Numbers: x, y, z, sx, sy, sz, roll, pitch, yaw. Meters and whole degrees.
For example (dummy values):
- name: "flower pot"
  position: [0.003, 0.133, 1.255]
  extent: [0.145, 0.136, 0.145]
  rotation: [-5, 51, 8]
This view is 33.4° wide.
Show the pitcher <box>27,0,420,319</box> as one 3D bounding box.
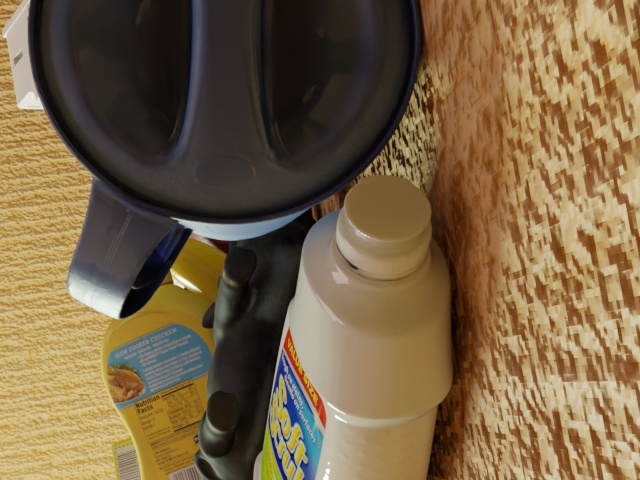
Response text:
- name: "pitcher"
  position: [-0.045, -0.053, 0.473]
  extent: [0.243, 0.149, 0.145]
  rotation: [129, 122, -84]

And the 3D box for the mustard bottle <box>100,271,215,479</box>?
- name: "mustard bottle"
  position: [-0.093, 0.093, 0.699]
  extent: [0.058, 0.096, 0.191]
  rotation: [-7, -106, -67]

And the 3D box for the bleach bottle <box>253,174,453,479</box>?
- name: "bleach bottle"
  position: [0.012, 0.065, 0.437]
  extent: [0.251, 0.068, 0.102]
  rotation: [95, 164, -49]
